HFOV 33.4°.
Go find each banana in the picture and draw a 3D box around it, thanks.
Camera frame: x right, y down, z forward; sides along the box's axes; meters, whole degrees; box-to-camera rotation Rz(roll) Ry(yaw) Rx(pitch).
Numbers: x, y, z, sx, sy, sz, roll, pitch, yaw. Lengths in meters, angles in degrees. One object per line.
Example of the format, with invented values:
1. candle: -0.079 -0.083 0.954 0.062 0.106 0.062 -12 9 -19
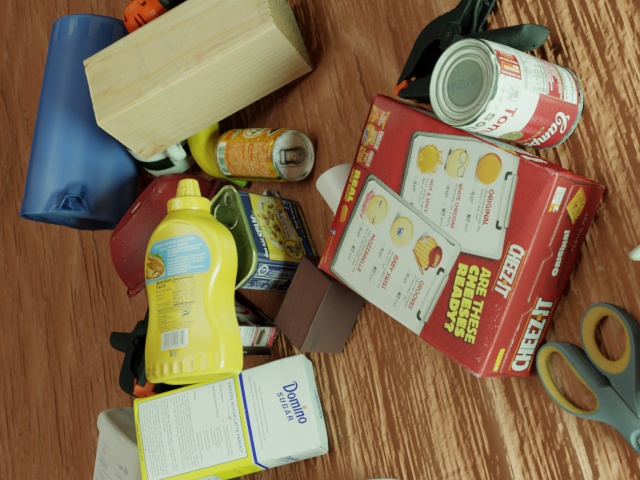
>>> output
1. banana: -0.114 -0.153 1.161 0.037 0.069 0.198 148 122 -74

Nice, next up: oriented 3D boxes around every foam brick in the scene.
1. foam brick: 0.001 0.059 0.990 0.051 0.052 0.078 44 117 45

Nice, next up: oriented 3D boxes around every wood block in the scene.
1. wood block: -0.125 -0.179 1.087 0.206 0.090 0.090 -26 61 15

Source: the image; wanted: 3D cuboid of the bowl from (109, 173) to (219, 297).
1. bowl: -0.179 -0.019 1.154 0.162 0.055 0.162 -47 15 16

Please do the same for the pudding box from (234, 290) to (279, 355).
1. pudding box: -0.110 0.077 1.092 0.114 0.089 0.039 37 115 45

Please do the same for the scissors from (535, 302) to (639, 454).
1. scissors: 0.228 0.118 0.737 0.202 0.016 0.096 41 115 45

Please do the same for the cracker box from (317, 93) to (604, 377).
1. cracker box: 0.105 -0.009 0.863 0.214 0.071 0.164 33 109 47

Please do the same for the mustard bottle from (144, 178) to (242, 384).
1. mustard bottle: -0.122 0.036 1.002 0.096 0.058 0.191 -13 74 34

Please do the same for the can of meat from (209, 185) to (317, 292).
1. can of meat: -0.057 0.001 1.045 0.058 0.083 0.102 -44 53 38

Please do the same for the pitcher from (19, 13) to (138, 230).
1. pitcher: -0.273 -0.133 1.258 0.149 0.144 0.243 0 82 39

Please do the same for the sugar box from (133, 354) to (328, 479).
1. sugar box: -0.086 0.176 1.013 0.176 0.048 0.093 -15 67 8

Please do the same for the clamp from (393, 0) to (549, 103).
1. clamp: 0.124 -0.162 0.886 0.172 0.039 0.120 -52 32 39

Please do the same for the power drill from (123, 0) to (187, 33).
1. power drill: -0.122 -0.300 1.146 0.188 0.057 0.184 -38 18 23

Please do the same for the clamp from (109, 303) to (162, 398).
1. clamp: -0.193 0.111 1.169 0.165 0.036 0.210 -52 24 28

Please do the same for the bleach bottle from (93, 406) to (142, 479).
1. bleach bottle: -0.209 0.309 1.118 0.103 0.067 0.251 30 112 48

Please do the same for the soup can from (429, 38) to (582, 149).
1. soup can: 0.141 -0.111 0.811 0.069 0.102 0.068 -11 75 49
